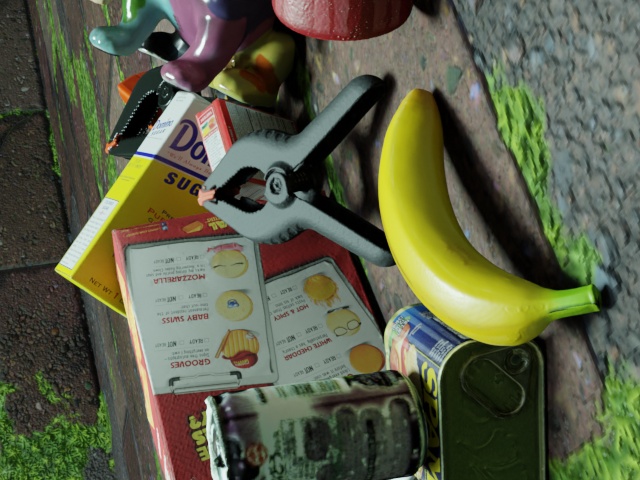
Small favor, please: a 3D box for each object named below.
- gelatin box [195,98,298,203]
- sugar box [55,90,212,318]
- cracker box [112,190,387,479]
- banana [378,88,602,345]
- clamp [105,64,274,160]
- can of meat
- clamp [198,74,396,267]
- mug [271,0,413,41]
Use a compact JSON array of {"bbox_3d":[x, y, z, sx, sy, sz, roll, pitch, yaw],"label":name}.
[{"bbox_3d":[-0.048,-0.064,0.825,0.030,0.089,0.073,-33,62,33],"label":"gelatin box"},{"bbox_3d":[-0.121,-0.022,0.852,0.176,0.093,0.048,-57,31,-8],"label":"sugar box"},{"bbox_3d":[-0.045,0.076,0.749,0.072,0.164,0.214,97,158,-52],"label":"cracker box"},{"bbox_3d":[0.067,-0.008,0.545,0.037,0.069,0.198,59,-179,-44],"label":"banana"},{"bbox_3d":[-0.125,-0.141,0.970,0.210,0.036,0.164,-26,61,39],"label":"clamp"},{"bbox_3d":[0.074,0.088,0.565,0.084,0.057,0.102,-145,49,-69],"label":"can of meat"},{"bbox_3d":[-0.014,-0.048,0.712,0.172,0.039,0.120,5,94,37],"label":"clamp"},{"bbox_3d":[0.010,-0.171,0.600,0.117,0.093,0.081,-110,16,-49],"label":"mug"}]
